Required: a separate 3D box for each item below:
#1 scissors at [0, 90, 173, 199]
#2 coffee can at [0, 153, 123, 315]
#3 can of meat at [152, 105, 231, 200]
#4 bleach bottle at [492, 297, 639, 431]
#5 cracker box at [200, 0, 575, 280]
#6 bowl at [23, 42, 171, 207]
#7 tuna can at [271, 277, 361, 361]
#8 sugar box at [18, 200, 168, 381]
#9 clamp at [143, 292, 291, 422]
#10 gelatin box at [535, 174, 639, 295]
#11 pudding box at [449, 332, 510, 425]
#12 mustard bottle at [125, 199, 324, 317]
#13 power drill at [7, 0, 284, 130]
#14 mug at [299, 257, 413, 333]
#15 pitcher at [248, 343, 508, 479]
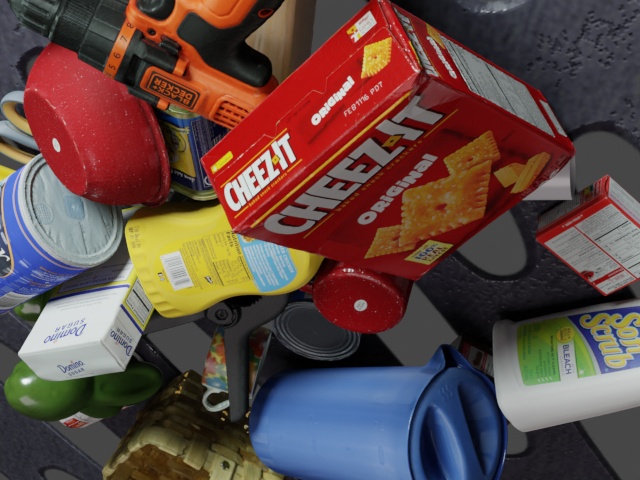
[{"bbox_3d":[-0.197,-0.079,0.932,0.202,0.016,0.096,14,143,6],"label":"scissors"},{"bbox_3d":[-0.253,-0.004,0.917,0.141,0.102,0.102,-25,123,35],"label":"coffee can"},{"bbox_3d":[-0.114,-0.091,0.845,0.102,0.057,0.084,24,142,29],"label":"can of meat"},{"bbox_3d":[0.272,0.087,0.896,0.251,0.102,0.068,-19,135,27],"label":"bleach bottle"},{"bbox_3d":[0.054,-0.055,0.725,0.164,0.072,0.213,-40,149,25],"label":"cracker box"},{"bbox_3d":[-0.183,-0.087,0.829,0.162,0.055,0.162,41,148,32],"label":"bowl"},{"bbox_3d":[-0.001,0.075,1.015,0.086,0.033,0.086,10,138,9],"label":"tuna can"},{"bbox_3d":[-0.185,0.043,0.939,0.093,0.176,0.048,-11,131,28],"label":"sugar box"},{"bbox_3d":[-0.100,0.059,0.972,0.164,0.036,0.210,25,114,-13],"label":"clamp"},{"bbox_3d":[0.229,-0.002,0.854,0.089,0.030,0.073,37,134,-19],"label":"gelatin box"},{"bbox_3d":[0.146,0.146,1.034,0.090,0.039,0.114,26,137,-7],"label":"pudding box"},{"bbox_3d":[-0.056,0.001,0.870,0.192,0.058,0.096,-12,113,16],"label":"mustard bottle"},{"bbox_3d":[-0.085,-0.159,0.642,0.184,0.057,0.188,24,141,-13],"label":"power drill"},{"bbox_3d":[0.028,0.024,0.914,0.117,0.081,0.093,4,136,15],"label":"mug"},{"bbox_3d":[0.044,0.190,1.007,0.243,0.149,0.145,-5,127,48],"label":"pitcher"}]
